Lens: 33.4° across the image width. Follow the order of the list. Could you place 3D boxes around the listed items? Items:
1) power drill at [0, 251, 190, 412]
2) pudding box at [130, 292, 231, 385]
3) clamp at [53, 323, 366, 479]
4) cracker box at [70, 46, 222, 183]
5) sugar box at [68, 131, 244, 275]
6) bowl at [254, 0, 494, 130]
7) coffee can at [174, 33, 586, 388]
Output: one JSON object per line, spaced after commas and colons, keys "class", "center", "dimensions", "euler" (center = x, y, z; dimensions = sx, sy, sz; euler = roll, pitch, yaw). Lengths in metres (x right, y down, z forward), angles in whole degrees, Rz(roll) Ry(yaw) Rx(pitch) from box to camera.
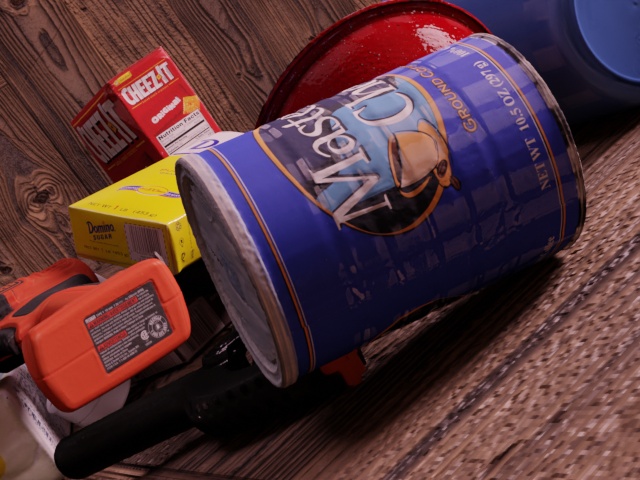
{"class": "power drill", "center": [-0.183, 0.062, 0.656], "dimensions": [0.184, 0.057, 0.188], "euler": [-34, 20, -36]}
{"class": "pudding box", "center": [-0.104, 0.061, 0.842], "dimensions": [0.090, 0.039, 0.113], "euler": [-27, 10, 46]}
{"class": "clamp", "center": [-0.051, 0.075, 0.560], "dimensions": [0.164, 0.036, 0.210], "euler": [-38, 11, -26]}
{"class": "cracker box", "center": [-0.137, -0.057, 1.013], "dimensions": [0.072, 0.213, 0.164], "euler": [-39, 9, -24]}
{"class": "sugar box", "center": [-0.089, -0.033, 0.787], "dimensions": [0.093, 0.048, 0.175], "euler": [10, 30, 31]}
{"class": "bowl", "center": [0.046, -0.039, 0.551], "dimensions": [0.162, 0.162, 0.055], "euler": [-36, 41, -6]}
{"class": "coffee can", "center": [0.023, -0.014, 0.449], "dimensions": [0.140, 0.103, 0.103], "euler": [-25, 6, -13]}
